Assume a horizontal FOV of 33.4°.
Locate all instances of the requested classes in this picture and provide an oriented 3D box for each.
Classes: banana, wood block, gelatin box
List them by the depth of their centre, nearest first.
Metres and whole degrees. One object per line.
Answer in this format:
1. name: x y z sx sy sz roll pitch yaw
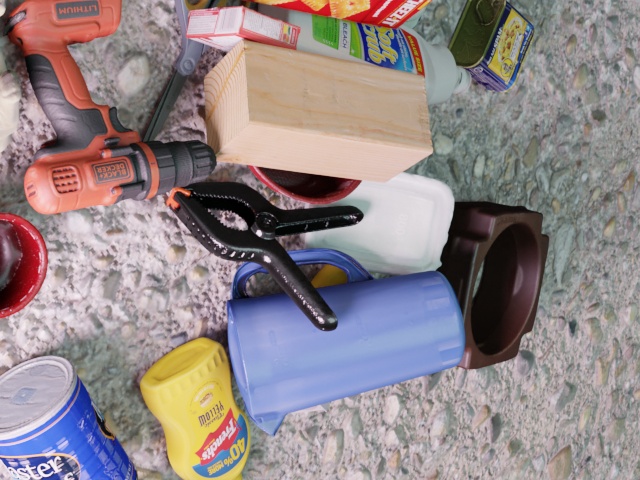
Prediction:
1. gelatin box: -0.076 -0.202 1.030 0.073 0.089 0.030 11 89 -42
2. wood block: -0.002 -0.123 1.052 0.205 0.091 0.090 5 70 -30
3. banana: 0.035 0.047 1.248 0.197 0.037 0.069 -26 93 -34

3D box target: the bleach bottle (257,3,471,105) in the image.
1. bleach bottle: 0.056 -0.205 1.138 0.250 0.068 0.102 10 67 -32

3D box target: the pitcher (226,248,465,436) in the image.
1. pitcher: 0.022 0.096 1.139 0.242 0.145 0.149 -11 125 -9

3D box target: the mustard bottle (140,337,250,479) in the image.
1. mustard bottle: -0.124 0.207 1.153 0.096 0.058 0.191 -36 124 -34

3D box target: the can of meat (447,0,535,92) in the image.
1. can of meat: 0.212 -0.243 1.315 0.083 0.058 0.102 26 86 -45

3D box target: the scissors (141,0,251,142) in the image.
1. scissors: -0.140 -0.192 1.051 0.201 0.016 0.096 -53 128 -17

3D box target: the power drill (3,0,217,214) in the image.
1. power drill: -0.191 -0.124 0.951 0.184 0.057 0.187 -15 86 -38

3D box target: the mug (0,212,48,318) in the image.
1. mug: -0.306 0.010 0.921 0.117 0.082 0.093 22 88 -43

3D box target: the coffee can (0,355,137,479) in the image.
1. coffee can: -0.249 0.194 1.010 0.102 0.103 0.140 -40 125 -26

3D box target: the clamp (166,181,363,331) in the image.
1. clamp: -0.057 0.001 1.088 0.209 0.036 0.164 18 48 -13

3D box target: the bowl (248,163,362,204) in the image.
1. bowl: -0.028 -0.107 1.121 0.161 0.055 0.162 11 68 -29
